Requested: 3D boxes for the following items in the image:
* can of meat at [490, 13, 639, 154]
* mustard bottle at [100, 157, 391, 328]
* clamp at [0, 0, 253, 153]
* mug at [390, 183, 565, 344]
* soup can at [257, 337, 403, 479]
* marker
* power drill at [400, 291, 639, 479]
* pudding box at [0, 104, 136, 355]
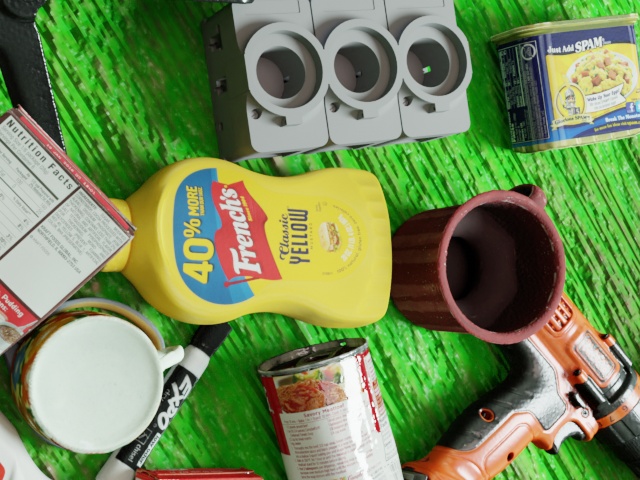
[{"bbox_3d":[0.174,-0.107,0.736,0.101,0.058,0.084,-11,94,-25],"label":"can of meat"},{"bbox_3d":[-0.054,0.001,0.620,0.191,0.058,0.096,3,77,-24],"label":"mustard bottle"},{"bbox_3d":[-0.141,-0.135,0.543,0.164,0.036,0.209,-44,126,-2],"label":"clamp"},{"bbox_3d":[0.100,0.009,0.679,0.093,0.082,0.117,42,71,-17],"label":"mug"},{"bbox_3d":[0.008,0.116,0.637,0.068,0.069,0.102,-16,94,-25],"label":"soup can"},{"bbox_3d":[-0.088,0.091,0.620,0.020,0.020,0.121,39,72,-18],"label":"marker"},{"bbox_3d":[0.145,0.143,0.708,0.184,0.057,0.187,48,66,-11],"label":"power drill"},{"bbox_3d":[-0.165,0.001,0.544,0.113,0.039,0.090,-42,102,-1],"label":"pudding box"}]
